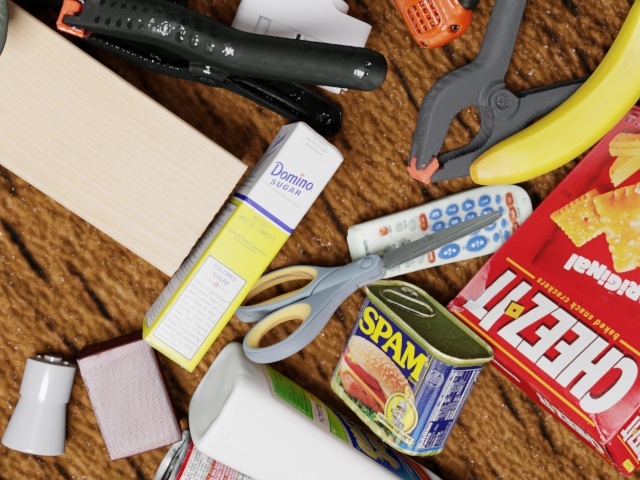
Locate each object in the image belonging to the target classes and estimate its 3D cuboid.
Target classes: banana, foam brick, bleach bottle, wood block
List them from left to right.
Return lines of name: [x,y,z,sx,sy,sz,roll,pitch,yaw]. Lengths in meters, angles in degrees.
wood block: [-0.161,-0.072,0.716,0.206,0.090,0.091,34,88,-9]
foam brick: [-0.134,0.108,0.752,0.051,0.053,0.078,-18,96,-7]
bleach bottle: [0.028,0.168,0.768,0.250,0.102,0.068,32,96,-16]
banana: [0.189,-0.105,0.763,0.069,0.037,0.198,37,93,-14]

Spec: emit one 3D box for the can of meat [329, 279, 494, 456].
can of meat: [0.060,0.089,0.748,0.057,0.102,0.084,2,118,-41]

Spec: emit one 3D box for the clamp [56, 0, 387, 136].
clamp: [-0.062,-0.120,0.683,0.209,0.165,0.036,18,81,-14]

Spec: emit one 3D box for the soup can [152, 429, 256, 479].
soup can: [-0.067,0.188,0.760,0.102,0.068,0.068,29,89,-10]

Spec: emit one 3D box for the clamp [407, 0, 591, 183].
clamp: [0.125,-0.115,0.780,0.171,0.039,0.120,-37,100,-7]

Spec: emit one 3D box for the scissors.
scissors: [0.025,0.034,0.726,0.202,0.096,0.016,-14,126,23]

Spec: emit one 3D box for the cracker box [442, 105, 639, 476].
cracker box: [0.216,0.026,0.740,0.213,0.164,0.072,-46,137,-3]

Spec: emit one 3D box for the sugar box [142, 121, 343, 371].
sugar box: [-0.055,0.001,0.735,0.048,0.093,0.176,38,88,-10]
